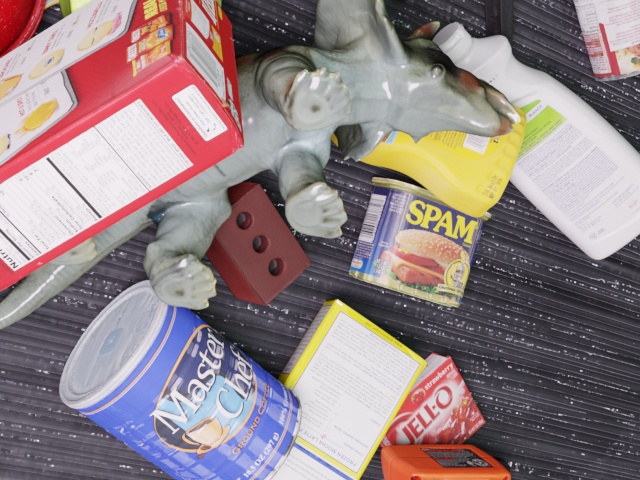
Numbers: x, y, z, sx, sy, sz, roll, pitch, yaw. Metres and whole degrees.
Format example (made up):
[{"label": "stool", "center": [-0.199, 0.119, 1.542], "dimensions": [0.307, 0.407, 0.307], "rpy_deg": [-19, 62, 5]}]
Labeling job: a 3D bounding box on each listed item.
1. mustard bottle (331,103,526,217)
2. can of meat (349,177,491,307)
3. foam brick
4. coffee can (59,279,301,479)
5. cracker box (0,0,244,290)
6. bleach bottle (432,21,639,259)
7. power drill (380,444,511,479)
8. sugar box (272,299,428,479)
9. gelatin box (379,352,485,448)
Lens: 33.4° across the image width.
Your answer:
[{"label": "mustard bottle", "center": [0.060, -0.098, 0.828], "dimensions": [0.191, 0.058, 0.096], "rpy_deg": [25, 65, -5]}, {"label": "can of meat", "center": [0.079, 0.003, 0.872], "dimensions": [0.102, 0.058, 0.084], "rpy_deg": [18, 89, -29]}, {"label": "foam brick", "center": [-0.055, 0.001, 0.799], "dimensions": [0.053, 0.051, 0.078], "rpy_deg": [-42, 112, -20]}, {"label": "coffee can", "center": [-0.097, 0.110, 0.756], "dimensions": [0.140, 0.103, 0.102], "rpy_deg": [42, 74, -26]}, {"label": "cracker box", "center": [-0.151, -0.063, 0.623], "dimensions": [0.214, 0.164, 0.072], "rpy_deg": [-30, 124, 12]}, {"label": "bleach bottle", "center": [0.191, -0.095, 0.911], "dimensions": [0.103, 0.068, 0.250], "rpy_deg": [-42, 115, 13]}, {"label": "power drill", "center": [0.068, 0.256, 0.841], "dimensions": [0.184, 0.057, 0.188], "rpy_deg": [5, 104, -31]}, {"label": "sugar box", "center": [0.000, 0.144, 0.836], "dimensions": [0.093, 0.048, 0.176], "rpy_deg": [35, 80, -8]}, {"label": "gelatin box", "center": [0.088, 0.151, 0.905], "dimensions": [0.089, 0.030, 0.073], "rpy_deg": [-37, 111, -22]}]
